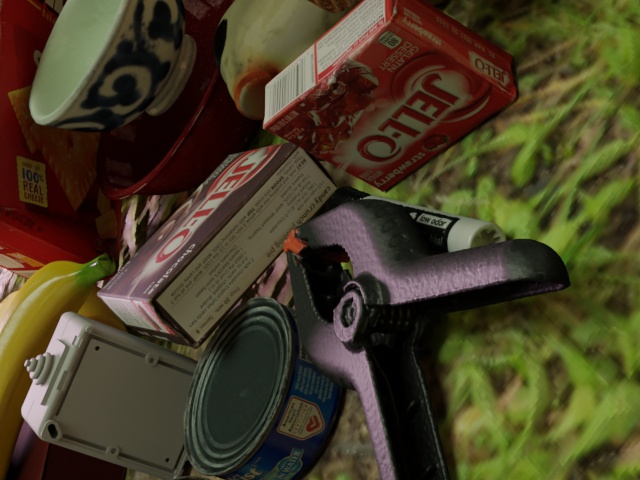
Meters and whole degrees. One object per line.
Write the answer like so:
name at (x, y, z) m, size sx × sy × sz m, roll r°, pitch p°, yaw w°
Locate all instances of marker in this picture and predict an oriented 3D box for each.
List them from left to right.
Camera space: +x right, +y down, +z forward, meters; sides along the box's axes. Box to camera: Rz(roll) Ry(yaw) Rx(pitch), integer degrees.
marker at (0.037, -0.008, 0.468) m, size 0.121 × 0.020 × 0.020 m, roll 20°, pitch 85°, yaw 61°

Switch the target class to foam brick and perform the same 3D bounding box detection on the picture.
foam brick at (-0.156, 0.136, 0.635) m, size 0.078 × 0.051 × 0.053 m, roll -31°, pitch 43°, yaw 44°

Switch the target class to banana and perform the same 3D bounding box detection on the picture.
banana at (-0.179, 0.090, 0.612) m, size 0.070 × 0.037 × 0.198 m, roll 22°, pitch 88°, yaw 64°

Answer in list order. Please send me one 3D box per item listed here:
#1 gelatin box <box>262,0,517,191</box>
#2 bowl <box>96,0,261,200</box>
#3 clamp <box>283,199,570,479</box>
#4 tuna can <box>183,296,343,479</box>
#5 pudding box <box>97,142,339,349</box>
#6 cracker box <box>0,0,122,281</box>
gelatin box at (0.029, -0.065, 0.470) m, size 0.089 × 0.073 × 0.030 m, roll -34°, pitch 42°, yaw 41°
bowl at (-0.079, -0.090, 0.680) m, size 0.162 × 0.055 × 0.162 m, roll -38°, pitch 39°, yaw 38°
clamp at (0.032, 0.024, 0.416) m, size 0.120 × 0.039 × 0.172 m, roll -62°, pitch 34°, yaw 20°
tuna can at (-0.027, 0.071, 0.496) m, size 0.086 × 0.033 × 0.086 m, roll -38°, pitch 39°, yaw 38°
pudding box at (-0.054, 0.001, 0.546) m, size 0.113 × 0.039 × 0.090 m, roll -51°, pitch 19°, yaw -18°
cracker box at (-0.193, -0.091, 0.713) m, size 0.072 × 0.164 × 0.213 m, roll -5°, pitch 74°, yaw 17°
